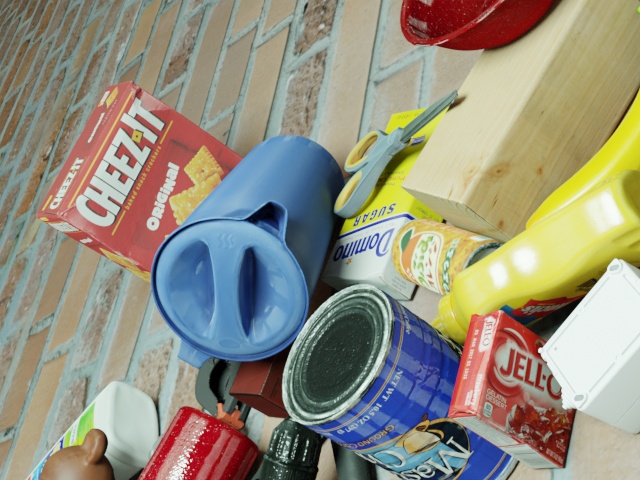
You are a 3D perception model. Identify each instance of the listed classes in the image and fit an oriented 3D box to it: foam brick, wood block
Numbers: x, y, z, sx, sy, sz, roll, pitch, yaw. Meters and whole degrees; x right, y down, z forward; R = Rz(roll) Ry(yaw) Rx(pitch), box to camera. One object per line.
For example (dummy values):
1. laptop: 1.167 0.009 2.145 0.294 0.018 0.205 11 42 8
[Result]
1. foam brick: -0.036 0.113 0.953 0.051 0.053 0.078 -7 54 53
2. wood block: 0.167 -0.101 0.831 0.206 0.090 0.091 -59 29 -4

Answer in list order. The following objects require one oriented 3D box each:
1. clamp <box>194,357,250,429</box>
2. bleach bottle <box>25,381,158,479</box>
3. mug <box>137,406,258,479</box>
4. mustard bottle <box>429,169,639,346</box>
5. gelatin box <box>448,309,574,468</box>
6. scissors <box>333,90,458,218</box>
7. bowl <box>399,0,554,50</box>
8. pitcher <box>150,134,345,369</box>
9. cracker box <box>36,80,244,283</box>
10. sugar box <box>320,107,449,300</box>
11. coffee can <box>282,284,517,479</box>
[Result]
1. clamp: -0.099 0.115 1.058 0.120 0.039 0.171 -35 36 35
2. bleach bottle: -0.273 0.263 1.145 0.251 0.068 0.102 -45 31 23
3. mug: -0.107 0.203 0.948 0.081 0.093 0.117 -61 -7 -18
4. mustard bottle: 0.149 0.023 0.729 0.192 0.096 0.058 -35 68 34
5. gelatin box: 0.128 0.097 0.691 0.030 0.089 0.073 -15 48 49
6. scissors: 0.056 -0.068 0.910 0.096 0.016 0.202 -67 15 -10
7. bowl: 0.137 -0.204 0.828 0.162 0.055 0.162 -38 33 30
8. pitcher: -0.056 0.001 0.967 0.149 0.145 0.242 -12 22 18
9. cracker box: -0.163 -0.042 1.131 0.072 0.213 0.164 0 60 56
10. sugar box: 0.071 -0.034 0.949 0.094 0.048 0.176 -3 56 57
11. coffee can: 0.059 0.107 0.730 0.103 0.140 0.103 -36 34 30
